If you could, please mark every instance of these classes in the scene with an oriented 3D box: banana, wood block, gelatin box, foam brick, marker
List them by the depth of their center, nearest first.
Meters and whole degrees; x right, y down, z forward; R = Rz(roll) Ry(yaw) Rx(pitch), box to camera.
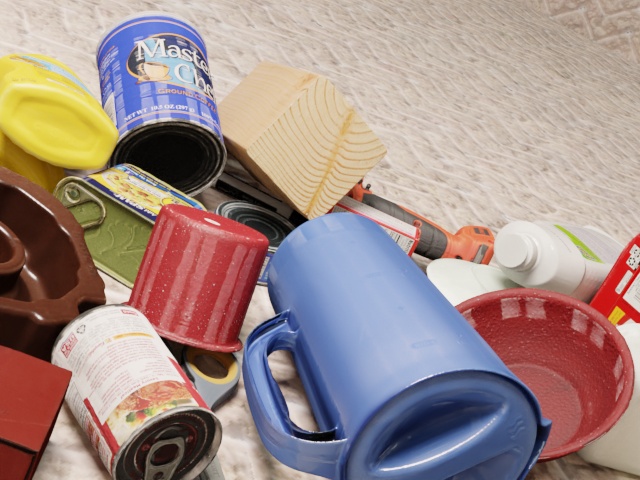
[{"bbox_3d":[-0.173,0.102,0.577,0.051,0.053,0.078,21,24,-8],"label":"foam brick"},{"bbox_3d":[-0.278,-0.079,0.867,0.198,0.037,0.069,29,24,11],"label":"banana"},{"bbox_3d":[0.034,0.007,0.938,0.089,0.073,0.030,23,24,-3],"label":"gelatin box"},{"bbox_3d":[-0.030,-0.095,0.965,0.090,0.091,0.206,47,-3,-21],"label":"wood block"},{"bbox_3d":[-0.056,-0.038,1.011,0.121,0.020,0.020,28,24,6],"label":"marker"}]

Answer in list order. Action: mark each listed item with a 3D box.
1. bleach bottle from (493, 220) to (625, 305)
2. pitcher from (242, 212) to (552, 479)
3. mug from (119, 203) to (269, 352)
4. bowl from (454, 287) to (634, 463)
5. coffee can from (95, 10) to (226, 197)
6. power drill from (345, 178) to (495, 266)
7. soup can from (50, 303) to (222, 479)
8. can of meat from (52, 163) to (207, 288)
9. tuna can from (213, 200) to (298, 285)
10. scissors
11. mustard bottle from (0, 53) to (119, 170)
[{"bbox_3d":[0.217,0.018,0.961,0.103,0.068,0.250,41,16,32],"label":"bleach bottle"},{"bbox_3d":[0.032,0.079,0.737,0.149,0.145,0.243,46,6,-33],"label":"pitcher"},{"bbox_3d":[-0.081,0.025,0.762,0.093,0.081,0.117,22,7,25],"label":"mug"},{"bbox_3d":[0.153,0.112,0.807,0.162,0.055,0.162,-6,44,5],"label":"bowl"},{"bbox_3d":[-0.143,-0.119,0.947,0.102,0.103,0.140,10,46,-29],"label":"coffee can"},{"bbox_3d":[0.075,-0.022,1.047,0.187,0.057,0.184,24,14,-1],"label":"power drill"},{"bbox_3d":[-0.111,0.093,0.634,0.068,0.069,0.102,3,32,-40],"label":"soup can"},{"bbox_3d":[-0.148,-0.015,0.836,0.102,0.057,0.083,30,22,10],"label":"can of meat"},{"bbox_3d":[-0.056,0.001,0.915,0.086,0.034,0.086,20,24,-10],"label":"tuna can"},{"bbox_3d":[-0.067,0.117,0.690,0.096,0.016,0.202,2,33,-41],"label":"scissors"},{"bbox_3d":[-0.226,-0.115,0.883,0.096,0.058,0.192,23,11,-25],"label":"mustard bottle"}]
